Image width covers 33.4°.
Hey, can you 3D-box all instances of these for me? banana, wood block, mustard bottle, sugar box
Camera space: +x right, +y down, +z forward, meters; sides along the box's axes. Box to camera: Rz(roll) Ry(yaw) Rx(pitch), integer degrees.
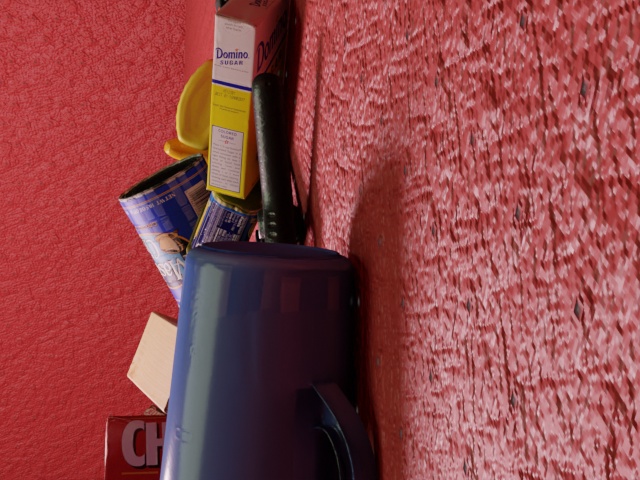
[{"bbox_3d":[-0.132,-0.098,1.306,0.197,0.069,0.037,45,-154,-78],"label":"banana"},{"bbox_3d":[-0.151,0.151,1.249,0.206,0.090,0.091,10,79,69],"label":"wood block"},{"bbox_3d":[-0.113,-0.157,1.212,0.191,0.058,0.096,-62,-8,-79],"label":"mustard bottle"},{"bbox_3d":[-0.065,-0.137,0.969,0.093,0.048,0.176,-61,-15,-52],"label":"sugar box"}]

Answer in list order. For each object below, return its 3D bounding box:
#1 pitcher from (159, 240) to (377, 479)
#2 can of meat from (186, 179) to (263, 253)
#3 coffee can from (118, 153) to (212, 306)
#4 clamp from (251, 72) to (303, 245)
[{"bbox_3d":[-0.032,0.126,0.677,0.145,0.149,0.243,-38,-48,-83],"label":"pitcher"},{"bbox_3d":[-0.086,-0.031,1.052,0.102,0.057,0.084,-77,10,-52],"label":"can of meat"},{"bbox_3d":[-0.140,-0.009,1.155,0.140,0.103,0.103,63,177,-14],"label":"coffee can"},{"bbox_3d":[-0.034,-0.015,0.889,0.164,0.036,0.210,89,176,-80],"label":"clamp"}]
